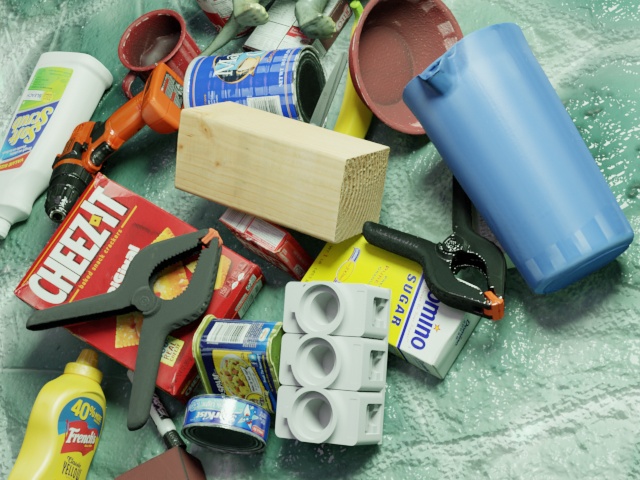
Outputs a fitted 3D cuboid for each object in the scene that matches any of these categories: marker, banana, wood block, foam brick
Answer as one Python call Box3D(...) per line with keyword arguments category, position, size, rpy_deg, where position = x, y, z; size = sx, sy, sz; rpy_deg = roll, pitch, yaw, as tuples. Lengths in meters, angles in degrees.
Box3D(category="marker", position=(-0.173, 0.181, 1.131), size=(0.020, 0.020, 0.121), rpy_deg=(-37, 55, 0))
Box3D(category="banana", position=(0.036, -0.164, 1.200), size=(0.037, 0.069, 0.198), rpy_deg=(5, 86, 42))
Box3D(category="wood block", position=(-0.043, -0.075, 1.117), size=(0.206, 0.090, 0.090), rpy_deg=(19, 113, 28))
Box3D(category="foam brick", position=(-0.157, 0.250, 1.065), size=(0.078, 0.053, 0.051), rpy_deg=(-29, 55, 7))

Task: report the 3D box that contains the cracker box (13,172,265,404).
Box3D(category="cracker box", position=(-0.192, 0.049, 1.144), size=(0.214, 0.072, 0.164), rpy_deg=(30, 77, 12))

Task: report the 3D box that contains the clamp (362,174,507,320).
Box3D(category="clamp", position=(0.117, 0.014, 1.038), size=(0.120, 0.039, 0.171), rpy_deg=(-26, 49, 2))

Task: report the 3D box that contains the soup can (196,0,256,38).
Box3D(category="soup can", position=(-0.122, -0.310, 1.334), size=(0.069, 0.102, 0.068), rpy_deg=(-11, 59, 18))

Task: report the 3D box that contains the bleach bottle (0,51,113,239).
Box3D(category="bleach bottle", position=(-0.358, -0.118, 1.356), size=(0.103, 0.068, 0.250), rpy_deg=(8, 68, 30))

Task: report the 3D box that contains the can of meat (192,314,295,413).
Box3D(category="can of meat", position=(-0.071, 0.126, 1.068), size=(0.084, 0.102, 0.057), rpy_deg=(1, 35, 21))

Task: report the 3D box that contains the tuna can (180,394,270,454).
Box3D(category="tuna can", position=(-0.093, 0.182, 1.055), size=(0.086, 0.086, 0.033), rpy_deg=(-2, 60, 22))

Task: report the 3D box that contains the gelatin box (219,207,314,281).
Box3D(category="gelatin box", position=(-0.057, 0.001, 1.148), size=(0.089, 0.073, 0.030), rpy_deg=(30, 78, 33))

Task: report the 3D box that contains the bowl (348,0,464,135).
Box3D(category="bowl", position=(0.085, -0.194, 1.167), size=(0.055, 0.162, 0.162), rpy_deg=(-1, 58, 56))

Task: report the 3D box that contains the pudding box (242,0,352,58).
Box3D(category="pudding box", position=(-0.028, -0.258, 1.303), size=(0.090, 0.039, 0.113), rpy_deg=(24, 72, 33))

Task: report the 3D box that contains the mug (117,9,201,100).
Box3D(category="mug", position=(-0.199, -0.217, 1.328), size=(0.093, 0.081, 0.117), rpy_deg=(30, 77, 33))

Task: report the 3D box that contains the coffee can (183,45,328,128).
Box3D(category="coffee can", position=(-0.073, -0.167, 1.232), size=(0.140, 0.102, 0.102), rpy_deg=(-2, 62, 23))

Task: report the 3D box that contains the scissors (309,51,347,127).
Box3D(category="scissors", position=(-0.001, -0.097, 1.156), size=(0.096, 0.016, 0.202), rpy_deg=(51, 123, 20))

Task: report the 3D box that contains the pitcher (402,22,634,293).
Box3D(category="pitcher", position=(0.197, -0.076, 1.027), size=(0.149, 0.145, 0.243), rpy_deg=(-25, 75, -15))

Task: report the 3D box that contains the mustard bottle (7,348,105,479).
Box3D(category="mustard bottle", position=(-0.269, 0.204, 1.113), size=(0.058, 0.096, 0.191), rpy_deg=(2, 63, 25))

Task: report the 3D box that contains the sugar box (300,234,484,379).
Box3D(category="sugar box", position=(0.069, 0.059, 1.077), size=(0.176, 0.048, 0.093), rpy_deg=(24, 74, 33))

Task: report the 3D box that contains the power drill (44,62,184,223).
Box3D(category="power drill", position=(-0.242, -0.115, 1.251), size=(0.188, 0.057, 0.184), rpy_deg=(-31, 31, 23))

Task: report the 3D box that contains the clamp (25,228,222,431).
Box3D(category="clamp", position=(-0.170, 0.076, 1.076), size=(0.210, 0.036, 0.165), rpy_deg=(-40, 74, -8))
